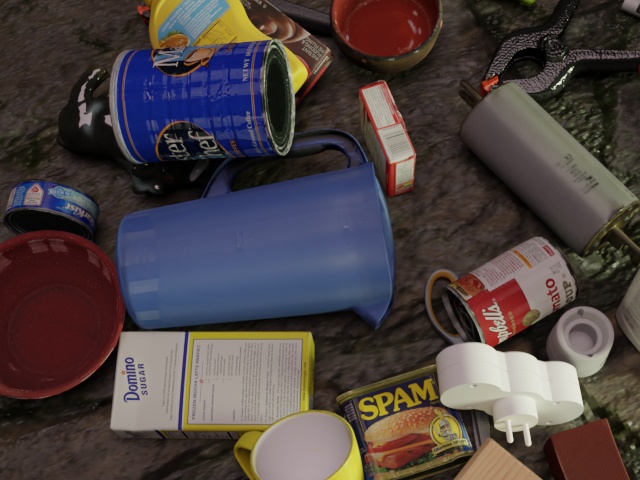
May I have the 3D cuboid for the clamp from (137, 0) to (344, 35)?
[{"bbox_3d":[-0.091,-0.277,1.127,0.210,0.036,0.164,-10,76,2],"label":"clamp"}]

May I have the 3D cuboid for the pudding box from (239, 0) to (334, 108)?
[{"bbox_3d":[-0.056,-0.184,1.072,0.113,0.039,0.090,39,95,14],"label":"pudding box"}]

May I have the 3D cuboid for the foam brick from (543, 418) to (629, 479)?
[{"bbox_3d":[0.228,0.199,0.905,0.053,0.051,0.078,-15,67,-2],"label":"foam brick"}]

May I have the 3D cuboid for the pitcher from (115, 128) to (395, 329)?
[{"bbox_3d":[-0.056,0.001,0.968,0.243,0.145,0.149,-8,33,4],"label":"pitcher"}]

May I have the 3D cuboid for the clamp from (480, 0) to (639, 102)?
[{"bbox_3d":[0.233,-0.198,1.075,0.171,0.039,0.120,-20,66,-4],"label":"clamp"}]

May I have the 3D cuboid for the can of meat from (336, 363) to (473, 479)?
[{"bbox_3d":[0.074,0.164,0.928,0.102,0.057,0.084,-17,70,-3],"label":"can of meat"}]

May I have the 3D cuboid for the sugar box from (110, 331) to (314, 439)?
[{"bbox_3d":[-0.095,0.131,0.960,0.176,0.048,0.093,-1,67,8],"label":"sugar box"}]

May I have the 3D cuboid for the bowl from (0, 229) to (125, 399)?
[{"bbox_3d":[-0.254,0.074,0.988,0.162,0.055,0.162,-1,68,3],"label":"bowl"}]

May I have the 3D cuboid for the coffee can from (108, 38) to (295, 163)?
[{"bbox_3d":[-0.103,-0.123,0.948,0.140,0.102,0.103,-2,67,13],"label":"coffee can"}]

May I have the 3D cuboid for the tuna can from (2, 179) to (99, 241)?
[{"bbox_3d":[-0.254,-0.025,1.013,0.086,0.086,0.033,5,66,6],"label":"tuna can"}]

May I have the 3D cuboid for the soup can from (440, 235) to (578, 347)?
[{"bbox_3d":[0.168,0.047,0.946,0.102,0.068,0.068,-28,69,-10],"label":"soup can"}]

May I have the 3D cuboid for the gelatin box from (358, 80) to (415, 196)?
[{"bbox_3d":[0.064,-0.098,1.027,0.030,0.073,0.089,-18,67,-5],"label":"gelatin box"}]

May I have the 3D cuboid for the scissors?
[{"bbox_3d":[0.156,0.112,0.966,0.096,0.016,0.202,-19,68,-4],"label":"scissors"}]

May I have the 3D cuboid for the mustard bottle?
[{"bbox_3d":[-0.109,-0.195,1.034,0.096,0.058,0.192,-46,80,10],"label":"mustard bottle"}]
